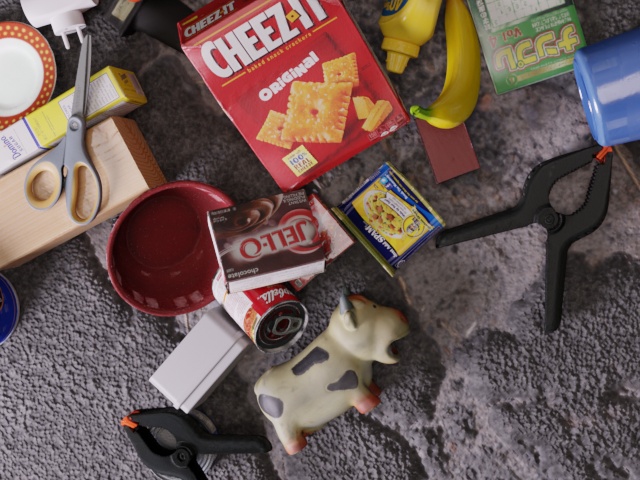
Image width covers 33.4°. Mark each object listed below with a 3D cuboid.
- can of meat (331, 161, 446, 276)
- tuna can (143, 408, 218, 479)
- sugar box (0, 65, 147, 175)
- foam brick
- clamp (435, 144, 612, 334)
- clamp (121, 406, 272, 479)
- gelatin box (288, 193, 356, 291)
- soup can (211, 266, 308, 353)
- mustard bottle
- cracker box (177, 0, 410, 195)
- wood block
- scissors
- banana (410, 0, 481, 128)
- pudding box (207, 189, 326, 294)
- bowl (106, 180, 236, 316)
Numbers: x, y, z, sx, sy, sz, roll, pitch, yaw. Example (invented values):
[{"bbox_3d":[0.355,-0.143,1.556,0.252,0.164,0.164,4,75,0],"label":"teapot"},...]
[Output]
[{"bbox_3d":[0.076,-0.025,1.179,0.084,0.057,0.102,-42,89,3],"label":"can of meat"},{"bbox_3d":[-0.161,0.238,1.243,0.086,0.033,0.086,1,94,7],"label":"tuna can"},{"bbox_3d":[-0.288,-0.133,1.203,0.176,0.093,0.048,-27,90,8],"label":"sugar box"},{"bbox_3d":[0.138,-0.106,1.168,0.051,0.053,0.078,-20,91,8],"label":"foam brick"},{"bbox_3d":[0.254,-0.013,1.168,0.164,0.036,0.210,45,98,3],"label":"clamp"},{"bbox_3d":[-0.140,0.233,1.202,0.171,0.039,0.120,37,96,4],"label":"clamp"},{"bbox_3d":[-0.016,0.002,1.208,0.089,0.030,0.073,-41,87,8],"label":"gelatin box"},{"bbox_3d":[-0.068,0.068,1.178,0.068,0.068,0.102,-54,47,8],"label":"soup can"},{"bbox_3d":[0.103,-0.273,1.139,0.058,0.096,0.192,12,97,-19],"label":"mustard bottle"},{"bbox_3d":[-0.024,-0.174,1.126,0.164,0.072,0.213,-29,124,9],"label":"cracker box"},{"bbox_3d":[-0.291,-0.052,1.211,0.206,0.090,0.091,-27,90,8],"label":"wood block"},{"bbox_3d":[-0.280,-0.115,1.148,0.096,0.016,0.202,-5,96,9],"label":"scissors"},{"bbox_3d":[0.143,-0.180,1.125,0.037,0.197,0.069,-15,129,33],"label":"banana"},{"bbox_3d":[-0.058,0.001,1.150,0.113,0.039,0.090,-15,63,-6],"label":"pudding box"},{"bbox_3d":[-0.167,0.001,1.194,0.161,0.055,0.162,-11,117,-22],"label":"bowl"}]
